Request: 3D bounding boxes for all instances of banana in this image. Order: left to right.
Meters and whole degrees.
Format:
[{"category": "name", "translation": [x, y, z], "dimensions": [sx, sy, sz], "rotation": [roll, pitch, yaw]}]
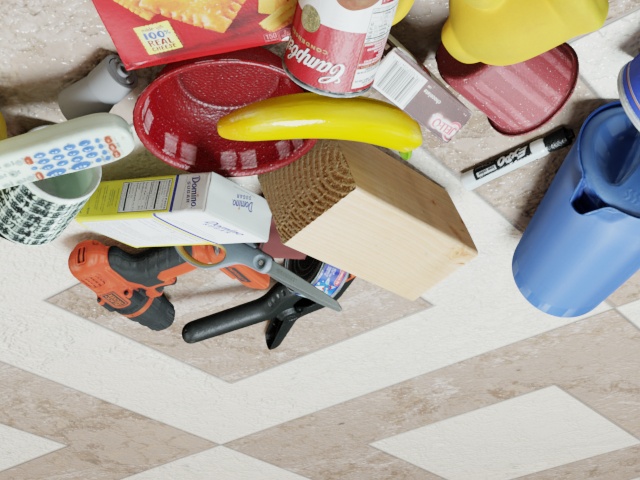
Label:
[{"category": "banana", "translation": [0.015, -0.093, 0.882], "dimensions": [0.197, 0.037, 0.070], "rotation": [6, 142, -31]}]

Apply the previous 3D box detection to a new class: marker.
[{"category": "marker", "translation": [0.193, -0.080, 1.045], "dimensions": [0.121, 0.020, 0.020], "rotation": [-25, 143, 30]}]

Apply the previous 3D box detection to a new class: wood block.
[{"category": "wood block", "translation": [0.048, -0.025, 1.018], "dimensions": [0.091, 0.090, 0.205], "rotation": [-38, 143, 23]}]

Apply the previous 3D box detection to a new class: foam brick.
[{"category": "foam brick", "translation": [-0.035, -0.023, 1.083], "dimensions": [0.051, 0.053, 0.078], "rotation": [3, 149, -11]}]

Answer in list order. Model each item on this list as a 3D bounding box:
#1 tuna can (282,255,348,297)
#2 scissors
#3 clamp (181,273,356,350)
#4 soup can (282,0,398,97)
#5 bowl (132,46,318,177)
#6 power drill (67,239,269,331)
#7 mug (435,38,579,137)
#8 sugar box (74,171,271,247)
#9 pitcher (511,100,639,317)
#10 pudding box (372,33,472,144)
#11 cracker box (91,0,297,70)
[{"category": "tuna can", "translation": [-0.004, 0.020, 1.124], "dimensions": [0.033, 0.086, 0.086], "rotation": [20, 141, -31]}, {"category": "scissors", "translation": [-0.057, 0.001, 1.032], "dimensions": [0.202, 0.096, 0.016], "rotation": [12, 180, 29]}, {"category": "clamp", "translation": [-0.037, 0.077, 1.248], "dimensions": [0.210, 0.036, 0.164], "rotation": [-29, 157, 23]}, {"category": "soup can", "translation": [0.017, -0.159, 0.733], "dimensions": [0.068, 0.068, 0.102], "rotation": [5, 131, -14]}, {"category": "bowl", "translation": [-0.079, -0.121, 0.914], "dimensions": [0.162, 0.055, 0.162], "rotation": [-3, 149, -2]}, {"category": "power drill", "translation": [-0.154, 0.040, 1.167], "dimensions": [0.188, 0.057, 0.184], "rotation": [-16, 150, 17]}, {"category": "mug", "translation": [0.142, -0.146, 0.880], "dimensions": [0.081, 0.093, 0.117], "rotation": [30, 171, -36]}, {"category": "sugar box", "translation": [-0.141, -0.028, 1.015], "dimensions": [0.177, 0.048, 0.093], "rotation": [-5, 160, 35]}, {"category": "pitcher", "translation": [0.285, -0.023, 1.062], "dimensions": [0.149, 0.145, 0.243], "rotation": [12, 151, -4]}, {"category": "pudding box", "translation": [0.063, -0.136, 0.869], "dimensions": [0.039, 0.090, 0.113], "rotation": [-47, 133, 11]}, {"category": "cracker box", "translation": [-0.090, -0.221, 0.735], "dimensions": [0.164, 0.072, 0.213], "rotation": [-9, 148, 6]}]
